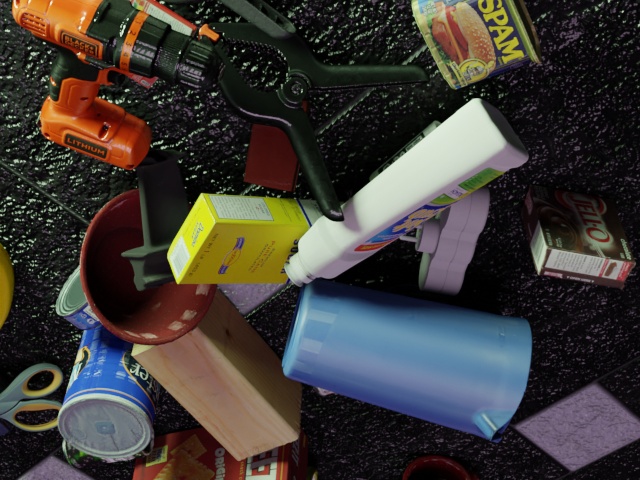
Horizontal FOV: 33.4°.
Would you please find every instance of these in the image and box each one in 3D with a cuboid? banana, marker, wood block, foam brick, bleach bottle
[{"bbox_3d":[-0.371,0.049,1.177,0.069,0.037,0.198,-19,143,-20],"label":"banana"},{"bbox_3d":[0.076,-0.077,1.065,0.020,0.020,0.121,35,124,-24],"label":"marker"},{"bbox_3d":[-0.113,0.149,1.223,0.090,0.091,0.206,-24,125,21],"label":"wood block"},{"bbox_3d":[-0.043,-0.096,1.034,0.051,0.053,0.078,9,129,-5],"label":"foam brick"},{"bbox_3d":[0.073,-0.035,1.023,0.251,0.102,0.068,-36,76,19],"label":"bleach bottle"}]

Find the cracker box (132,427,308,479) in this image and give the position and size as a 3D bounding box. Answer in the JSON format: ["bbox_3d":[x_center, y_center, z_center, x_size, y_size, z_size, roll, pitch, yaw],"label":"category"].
[{"bbox_3d":[-0.128,0.307,1.312,0.214,0.164,0.072,-14,131,15],"label":"cracker box"}]

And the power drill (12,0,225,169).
[{"bbox_3d":[-0.182,-0.141,0.955,0.184,0.057,0.188,23,148,-1],"label":"power drill"}]

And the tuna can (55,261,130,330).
[{"bbox_3d":[-0.244,0.054,1.153,0.086,0.086,0.033,-32,123,27],"label":"tuna can"}]

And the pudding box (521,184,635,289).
[{"bbox_3d":[0.252,-0.005,1.054,0.090,0.113,0.039,9,128,-5],"label":"pudding box"}]

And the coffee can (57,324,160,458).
[{"bbox_3d":[-0.230,0.159,1.206,0.103,0.140,0.103,2,131,2],"label":"coffee can"}]

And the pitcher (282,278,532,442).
[{"bbox_3d":[0.089,0.112,1.119,0.243,0.149,0.145,15,86,-3],"label":"pitcher"}]

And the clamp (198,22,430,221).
[{"bbox_3d":[-0.024,-0.125,0.973,0.210,0.036,0.164,25,86,-6],"label":"clamp"}]

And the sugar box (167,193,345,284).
[{"bbox_3d":[-0.057,0.001,1.074,0.175,0.048,0.093,3,137,-36],"label":"sugar box"}]

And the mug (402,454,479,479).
[{"bbox_3d":[0.154,0.333,1.377,0.117,0.093,0.081,-21,143,-27],"label":"mug"}]

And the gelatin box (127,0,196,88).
[{"bbox_3d":[-0.165,-0.182,0.963,0.073,0.030,0.089,30,148,-22],"label":"gelatin box"}]

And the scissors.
[{"bbox_3d":[-0.386,0.182,1.254,0.201,0.016,0.096,16,98,-40],"label":"scissors"}]

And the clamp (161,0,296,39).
[{"bbox_3d":[-0.094,-0.231,0.927,0.171,0.039,0.120,1,117,10],"label":"clamp"}]

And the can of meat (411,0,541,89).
[{"bbox_3d":[0.137,-0.191,0.940,0.084,0.057,0.102,-18,127,21],"label":"can of meat"}]

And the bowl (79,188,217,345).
[{"bbox_3d":[-0.187,0.027,1.108,0.162,0.162,0.055,43,153,-29],"label":"bowl"}]
